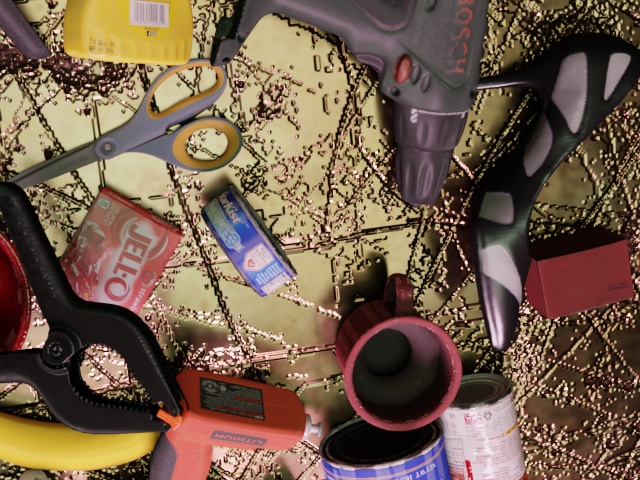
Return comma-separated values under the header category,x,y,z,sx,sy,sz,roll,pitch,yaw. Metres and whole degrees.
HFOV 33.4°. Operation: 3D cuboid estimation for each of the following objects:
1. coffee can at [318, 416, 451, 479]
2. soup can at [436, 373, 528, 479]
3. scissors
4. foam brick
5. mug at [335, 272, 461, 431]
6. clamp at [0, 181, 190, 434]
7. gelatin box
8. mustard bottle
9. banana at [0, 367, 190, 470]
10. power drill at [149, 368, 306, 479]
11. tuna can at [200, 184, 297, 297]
category,x,y,z,sx,sy,sz,roll,pitch,yaw
coffee can,0.062,0.225,0.876,0.102,0.103,0.140,-13,103,-6
soup can,0.135,0.171,0.895,0.068,0.068,0.102,-13,103,-6
scissors,-0.147,-0.062,0.828,0.202,0.016,0.096,-38,105,0
foam brick,0.211,0.026,0.885,0.078,0.051,0.053,-13,104,-6
mug,0.058,0.083,0.857,0.093,0.081,0.117,0,102,-9
clamp,-0.181,0.065,0.756,0.210,0.036,0.164,24,97,7
gelatin box,-0.160,0.013,0.834,0.073,0.030,0.089,30,96,-14
mustard bottle,-0.133,-0.225,0.766,0.096,0.058,0.192,-4,104,-41
banana,-0.195,0.151,0.857,0.197,0.037,0.069,-9,85,-8
power drill,-0.079,0.196,0.844,0.184,0.057,0.188,14,120,-20
tuna can,-0.055,0.001,0.820,0.034,0.086,0.086,-35,105,1
